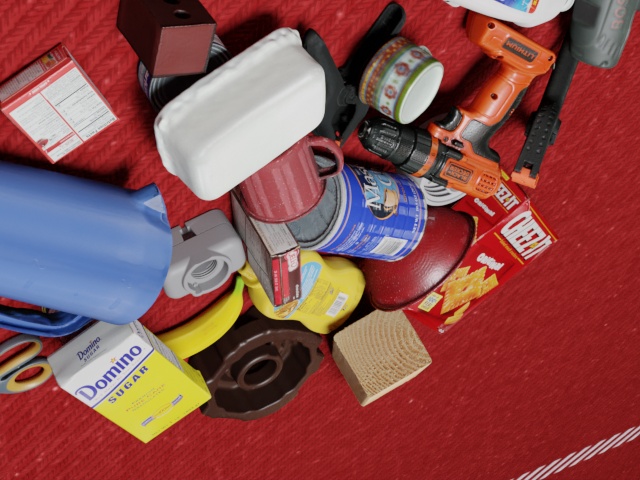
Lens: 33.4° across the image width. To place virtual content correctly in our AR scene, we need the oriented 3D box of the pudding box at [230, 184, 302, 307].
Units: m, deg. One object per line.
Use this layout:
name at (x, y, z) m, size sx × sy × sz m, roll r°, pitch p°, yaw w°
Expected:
pudding box at (-0.057, 0.001, 1.137) m, size 0.039 × 0.114 × 0.090 m, roll -21°, pitch 144°, yaw -17°

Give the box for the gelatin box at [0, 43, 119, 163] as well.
gelatin box at (-0.229, -0.117, 0.929) m, size 0.073 × 0.030 × 0.089 m, roll -35°, pitch 146°, yaw -1°

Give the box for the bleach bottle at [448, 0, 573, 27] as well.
bleach bottle at (0.179, -0.271, 1.046) m, size 0.250 × 0.068 × 0.103 m, roll 3°, pitch 111°, yaw -48°

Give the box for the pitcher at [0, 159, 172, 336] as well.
pitcher at (-0.269, 0.002, 0.957) m, size 0.145 × 0.149 × 0.242 m, roll -5°, pitch 165°, yaw 44°

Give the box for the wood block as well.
wood block at (0.074, 0.150, 1.376) m, size 0.090 × 0.090 × 0.206 m, roll -30°, pitch 170°, yaw -6°

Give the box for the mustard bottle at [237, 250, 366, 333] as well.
mustard bottle at (-0.031, 0.050, 1.265) m, size 0.191 × 0.058 × 0.096 m, roll 21°, pitch 107°, yaw -50°

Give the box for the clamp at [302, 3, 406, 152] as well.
clamp at (0.016, -0.157, 1.071) m, size 0.120 × 0.039 × 0.172 m, roll -11°, pitch 137°, yaw -34°

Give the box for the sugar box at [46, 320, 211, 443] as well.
sugar box at (-0.194, 0.143, 1.105) m, size 0.093 × 0.048 × 0.176 m, roll -36°, pitch 146°, yaw 2°

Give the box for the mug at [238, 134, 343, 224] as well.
mug at (-0.035, -0.078, 1.073) m, size 0.117 × 0.093 × 0.081 m, roll -6°, pitch 141°, yaw 11°

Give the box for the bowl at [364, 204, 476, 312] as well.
bowl at (0.106, 0.007, 1.278) m, size 0.162 × 0.162 × 0.055 m, roll -40°, pitch 112°, yaw 9°

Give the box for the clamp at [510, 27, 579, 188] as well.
clamp at (0.252, -0.124, 1.219) m, size 0.165 × 0.036 × 0.209 m, roll 97°, pitch 16°, yaw -52°

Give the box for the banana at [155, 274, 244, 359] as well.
banana at (-0.167, 0.109, 1.249) m, size 0.197 × 0.037 × 0.069 m, roll -30°, pitch 119°, yaw -11°

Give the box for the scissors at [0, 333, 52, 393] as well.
scissors at (-0.376, 0.171, 1.166) m, size 0.202 × 0.016 × 0.096 m, roll -38°, pitch 145°, yaw 6°

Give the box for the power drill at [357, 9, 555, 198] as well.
power drill at (0.149, -0.148, 1.140) m, size 0.184 × 0.057 × 0.188 m, roll 19°, pitch 110°, yaw -30°

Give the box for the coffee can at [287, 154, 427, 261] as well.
coffee can at (0.035, -0.034, 1.180) m, size 0.140 × 0.103 × 0.103 m, roll 8°, pitch 127°, yaw -45°

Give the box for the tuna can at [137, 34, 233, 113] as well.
tuna can at (-0.122, -0.153, 0.970) m, size 0.086 × 0.034 × 0.086 m, roll -22°, pitch 144°, yaw -17°

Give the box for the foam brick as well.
foam brick at (-0.129, -0.180, 0.893) m, size 0.052 × 0.078 × 0.051 m, roll -12°, pitch 139°, yaw -32°

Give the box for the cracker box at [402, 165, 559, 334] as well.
cracker box at (0.195, 0.021, 1.396) m, size 0.214 × 0.072 × 0.164 m, roll -40°, pitch 150°, yaw 9°
